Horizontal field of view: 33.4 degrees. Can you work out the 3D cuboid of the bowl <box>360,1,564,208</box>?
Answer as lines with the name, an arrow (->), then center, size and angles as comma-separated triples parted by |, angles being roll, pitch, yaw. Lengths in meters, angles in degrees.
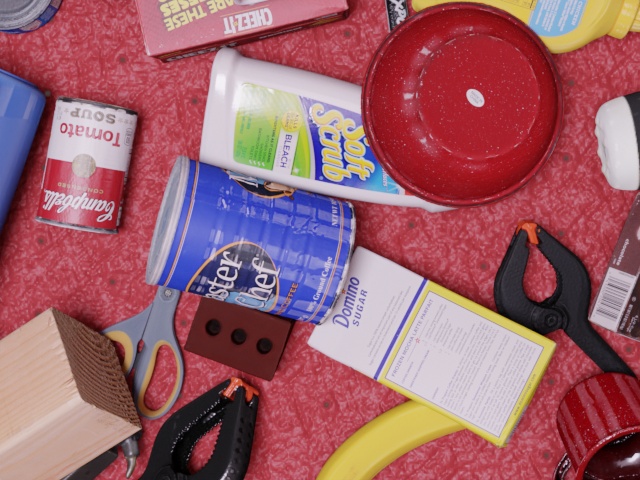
bowl -> 0.113, -0.105, 0.805 | 0.162, 0.055, 0.162 | 0, 91, -4

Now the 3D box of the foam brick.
foam brick -> -0.065, 0.076, 0.878 | 0.078, 0.051, 0.053 | 19, 94, 1

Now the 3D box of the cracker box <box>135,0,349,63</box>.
cracker box -> -0.078, -0.266, 0.853 | 0.164, 0.072, 0.214 | -13, 93, 4

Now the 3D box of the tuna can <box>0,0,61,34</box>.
tuna can -> -0.256, -0.214, 0.880 | 0.086, 0.034, 0.086 | 0, 93, 2

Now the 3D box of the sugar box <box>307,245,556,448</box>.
sugar box -> 0.088, 0.084, 0.854 | 0.176, 0.048, 0.093 | 27, 86, 18

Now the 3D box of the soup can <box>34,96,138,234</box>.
soup can -> -0.189, -0.061, 0.868 | 0.068, 0.068, 0.102 | 11, 92, 1

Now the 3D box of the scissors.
scissors -> -0.147, 0.049, 0.897 | 0.096, 0.016, 0.202 | 6, 93, 2

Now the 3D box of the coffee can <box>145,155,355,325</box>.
coffee can -> -0.055, 0.001, 0.833 | 0.140, 0.103, 0.103 | 15, 93, -13

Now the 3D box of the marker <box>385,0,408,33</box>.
marker -> 0.063, -0.191, 0.877 | 0.020, 0.020, 0.121 | -8, 93, 2

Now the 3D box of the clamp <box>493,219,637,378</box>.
clamp -> 0.197, 0.067, 0.876 | 0.120, 0.039, 0.171 | -6, 99, -4

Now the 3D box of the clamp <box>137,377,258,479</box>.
clamp -> -0.112, 0.210, 0.861 | 0.210, 0.036, 0.165 | -51, 49, -3

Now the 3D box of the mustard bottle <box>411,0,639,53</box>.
mustard bottle -> 0.176, -0.203, 0.853 | 0.191, 0.058, 0.096 | 18, 95, 1

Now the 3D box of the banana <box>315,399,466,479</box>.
banana -> 0.056, 0.178, 0.879 | 0.198, 0.037, 0.070 | -42, 66, -4

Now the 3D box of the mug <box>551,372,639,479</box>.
mug -> 0.227, 0.166, 0.842 | 0.093, 0.081, 0.117 | 32, 111, -20

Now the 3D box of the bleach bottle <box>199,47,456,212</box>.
bleach bottle -> 0.034, -0.083, 0.859 | 0.251, 0.068, 0.103 | 10, 107, 0

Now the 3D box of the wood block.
wood block -> -0.259, 0.153, 0.845 | 0.206, 0.090, 0.091 | -32, 57, 8
